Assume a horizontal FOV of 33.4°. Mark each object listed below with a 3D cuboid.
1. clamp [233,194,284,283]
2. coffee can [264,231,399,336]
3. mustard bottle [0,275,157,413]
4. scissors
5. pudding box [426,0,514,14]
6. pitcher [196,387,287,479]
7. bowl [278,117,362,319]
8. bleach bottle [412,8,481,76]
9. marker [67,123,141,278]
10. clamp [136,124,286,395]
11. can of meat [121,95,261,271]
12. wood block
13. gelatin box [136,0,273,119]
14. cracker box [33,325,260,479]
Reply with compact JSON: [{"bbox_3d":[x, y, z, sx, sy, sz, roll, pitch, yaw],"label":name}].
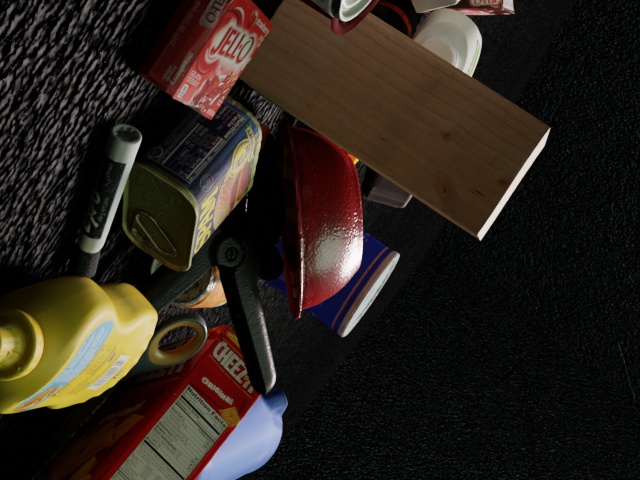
[{"bbox_3d":[-0.056,0.001,0.942,0.171,0.039,0.120,106,-14,-64],"label":"clamp"},{"bbox_3d":[-0.005,0.017,1.091,0.102,0.140,0.103,-54,171,-13],"label":"coffee can"},{"bbox_3d":[-0.166,0.064,0.659,0.096,0.058,0.191,-43,171,1],"label":"mustard bottle"},{"bbox_3d":[-0.157,0.114,0.870,0.016,0.096,0.202,-108,-146,-45],"label":"scissors"},{"bbox_3d":[0.150,-0.251,1.098,0.113,0.090,0.039,-36,128,-70],"label":"pudding box"},{"bbox_3d":[-0.147,0.225,1.186,0.149,0.145,0.242,-69,166,6],"label":"pitcher"},{"bbox_3d":[0.000,-0.019,0.856,0.162,0.055,0.162,176,-90,-83],"label":"bowl"},{"bbox_3d":[0.107,-0.161,0.981,0.250,0.068,0.103,-51,165,-77],"label":"bleach bottle"},{"bbox_3d":[-0.134,-0.020,0.655,0.020,0.020,0.121,-45,166,-51],"label":"marker"},{"bbox_3d":[-0.086,0.011,0.808,0.164,0.036,0.210,10,93,-38],"label":"clamp"},{"bbox_3d":[-0.086,-0.041,0.721,0.083,0.057,0.102,-53,171,-31],"label":"can of meat"},{"bbox_3d":[0.054,-0.095,0.778,0.090,0.206,0.090,-56,170,3],"label":"wood block"},{"bbox_3d":[-0.066,-0.115,0.636,0.073,0.030,0.089,-56,172,3],"label":"gelatin box"},{"bbox_3d":[-0.158,0.176,0.903,0.164,0.072,0.213,-21,-155,54],"label":"cracker box"}]
